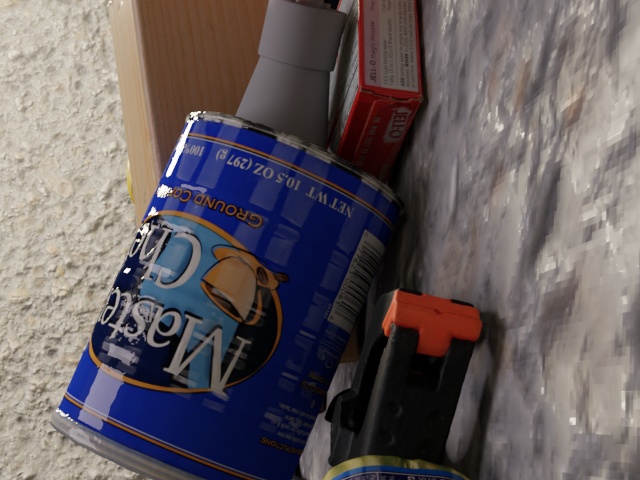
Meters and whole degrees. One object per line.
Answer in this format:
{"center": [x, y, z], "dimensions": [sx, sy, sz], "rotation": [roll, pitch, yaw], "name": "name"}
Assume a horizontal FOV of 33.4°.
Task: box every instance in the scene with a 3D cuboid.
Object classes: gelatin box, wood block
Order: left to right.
{"center": [-0.048, -0.034, 0.555], "dimensions": [0.090, 0.090, 0.206], "rotation": [167, 95, -72], "name": "wood block"}
{"center": [0.023, -0.076, 0.487], "dimensions": [0.073, 0.030, 0.089], "rotation": [111, 162, -56], "name": "gelatin box"}

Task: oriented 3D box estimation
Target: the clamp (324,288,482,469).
{"center": [0.021, 0.068, 0.392], "dimensions": [0.120, 0.039, 0.172], "rotation": [-91, 14, -48], "name": "clamp"}

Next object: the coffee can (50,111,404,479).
{"center": [-0.038, 0.031, 0.450], "dimensions": [0.103, 0.102, 0.140], "rotation": [152, 141, -80], "name": "coffee can"}
